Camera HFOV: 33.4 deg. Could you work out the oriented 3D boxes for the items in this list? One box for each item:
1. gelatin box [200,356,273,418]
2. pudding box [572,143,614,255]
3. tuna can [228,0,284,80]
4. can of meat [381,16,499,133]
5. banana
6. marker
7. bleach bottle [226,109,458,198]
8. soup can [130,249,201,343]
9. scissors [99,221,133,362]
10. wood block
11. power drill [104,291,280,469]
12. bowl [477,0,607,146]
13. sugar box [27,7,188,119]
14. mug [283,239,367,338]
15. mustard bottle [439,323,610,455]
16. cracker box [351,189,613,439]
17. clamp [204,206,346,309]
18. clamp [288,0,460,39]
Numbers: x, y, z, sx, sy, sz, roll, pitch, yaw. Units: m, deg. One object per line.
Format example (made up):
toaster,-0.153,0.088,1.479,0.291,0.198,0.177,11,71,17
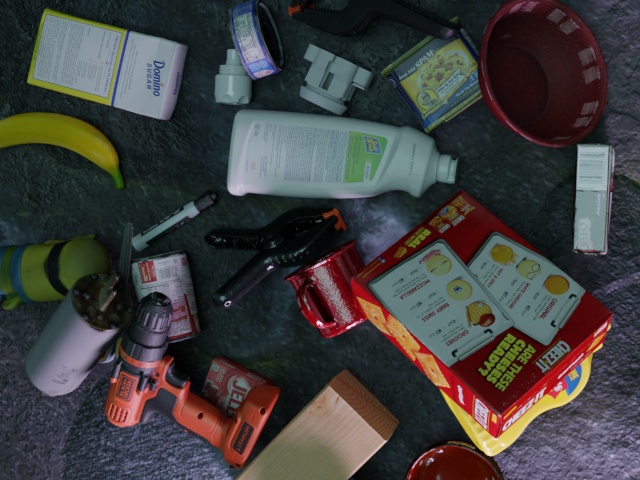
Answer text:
gelatin box,-0.107,0.192,1.266,0.073,0.030,0.089,25,101,11
pudding box,0.282,-0.045,1.110,0.039,0.090,0.113,4,96,13
tuna can,-0.070,-0.224,1.190,0.034,0.086,0.086,-16,91,14
can of meat,0.132,-0.177,1.156,0.102,0.057,0.084,-35,88,16
banana,-0.323,-0.120,1.292,0.198,0.037,0.070,18,98,13
marker,-0.172,-0.024,1.269,0.121,0.020,0.020,-31,87,15
bleach bottle,0.026,-0.085,1.190,0.251,0.068,0.102,8,98,12
soup can,-0.182,0.067,1.255,0.068,0.068,0.102,-10,92,15
scissors,-0.225,0.082,1.248,0.096,0.016,0.202,48,131,26
wood block,-0.018,0.255,1.218,0.091,0.090,0.206,44,103,7
power drill,-0.144,0.162,1.202,0.188,0.057,0.185,26,122,6
bowl,0.219,-0.170,1.109,0.161,0.055,0.162,5,79,-25
sugar box,-0.251,-0.208,1.261,0.176,0.048,0.093,16,99,9
mug,0.013,0.059,1.181,0.093,0.117,0.081,-28,93,31
mustard bottle,0.229,0.139,1.141,0.191,0.058,0.096,-34,96,-6
cracker box,0.162,0.072,1.099,0.164,0.072,0.214,-38,62,-17
clamp,-0.058,0.001,1.218,0.171,0.039,0.120,-26,48,-1
clamp,0.048,-0.283,1.135,0.210,0.036,0.164,-2,101,41
